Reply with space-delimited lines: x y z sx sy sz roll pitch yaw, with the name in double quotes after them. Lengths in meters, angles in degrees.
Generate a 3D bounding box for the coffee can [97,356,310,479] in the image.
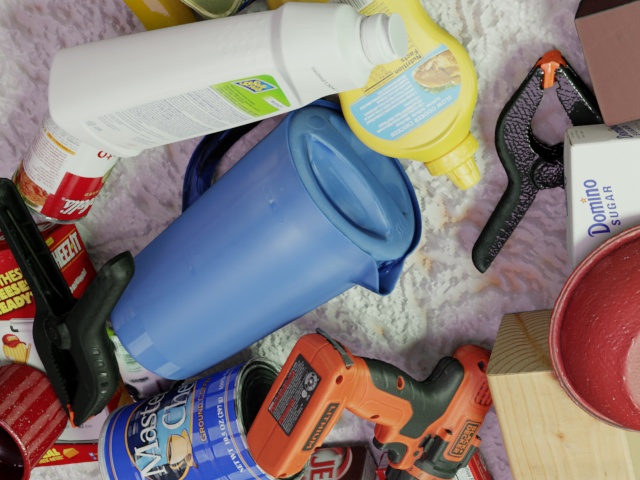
-0.093 0.163 0.861 0.140 0.102 0.103 -23 107 25 "coffee can"

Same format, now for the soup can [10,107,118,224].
-0.196 -0.072 0.849 0.068 0.068 0.102 36 121 -1 "soup can"

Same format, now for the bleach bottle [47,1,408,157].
-0.058 -0.111 0.718 0.251 0.102 0.068 -6 76 28 "bleach bottle"

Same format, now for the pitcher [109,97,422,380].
-0.055 0.001 0.813 0.145 0.149 0.243 40 126 -21 "pitcher"

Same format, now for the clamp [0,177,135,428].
-0.203 0.057 0.842 0.165 0.036 0.210 34 135 30 "clamp"

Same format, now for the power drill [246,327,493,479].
0.039 0.150 0.815 0.187 0.057 0.184 17 105 -39 "power drill"

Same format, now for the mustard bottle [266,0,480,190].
0.054 -0.116 0.744 0.096 0.058 0.191 -32 102 15 "mustard bottle"

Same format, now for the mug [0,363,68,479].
-0.272 0.147 0.893 0.093 0.081 0.117 -27 104 27 "mug"

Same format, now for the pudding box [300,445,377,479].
-0.005 0.231 0.910 0.090 0.113 0.039 -10 131 23 "pudding box"

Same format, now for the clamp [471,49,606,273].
0.155 -0.046 0.756 0.120 0.039 0.171 -11 111 13 "clamp"

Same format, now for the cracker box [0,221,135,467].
-0.261 0.098 0.957 0.164 0.072 0.213 -11 111 22 "cracker box"

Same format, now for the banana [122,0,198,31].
-0.139 -0.179 0.793 0.070 0.037 0.198 -30 103 29 "banana"

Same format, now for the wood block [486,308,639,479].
0.198 0.163 0.817 0.090 0.090 0.206 -8 113 23 "wood block"
